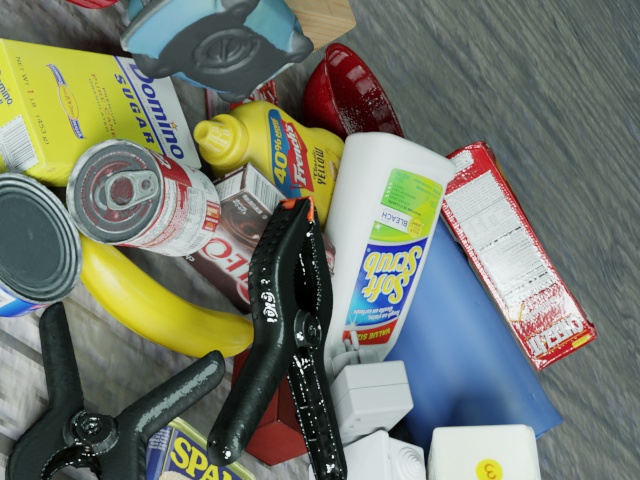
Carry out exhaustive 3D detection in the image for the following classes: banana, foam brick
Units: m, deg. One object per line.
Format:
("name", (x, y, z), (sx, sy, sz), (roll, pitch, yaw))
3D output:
("banana", (-0.109, 0.044, 0.760), (0.197, 0.037, 0.069), (40, 38, -38))
("foam brick", (-0.033, 0.122, 0.815), (0.053, 0.051, 0.078), (39, 39, -39))

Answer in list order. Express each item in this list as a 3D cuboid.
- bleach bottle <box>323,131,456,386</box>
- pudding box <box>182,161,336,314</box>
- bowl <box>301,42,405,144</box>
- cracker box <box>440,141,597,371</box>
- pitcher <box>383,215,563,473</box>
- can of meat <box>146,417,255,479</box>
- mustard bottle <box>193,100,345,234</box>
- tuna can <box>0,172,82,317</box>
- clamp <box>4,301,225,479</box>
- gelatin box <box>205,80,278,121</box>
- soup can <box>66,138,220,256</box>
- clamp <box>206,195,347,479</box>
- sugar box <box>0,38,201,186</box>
("bleach bottle", (0.041, 0.041, 0.901), (0.102, 0.068, 0.251), (19, 81, -39))
("pudding box", (-0.055, 0.001, 0.828), (0.113, 0.090, 0.039), (47, 33, -30))
("bowl", (0.028, -0.116, 1.080), (0.162, 0.055, 0.162), (46, 30, -37))
("cracker box", (0.182, 0.009, 1.045), (0.214, 0.072, 0.164), (60, 8, 3))
("pitcher", (0.116, 0.092, 0.991), (0.149, 0.145, 0.243), (89, -24, -74))
("can of meat", (-0.093, 0.172, 0.674), (0.102, 0.058, 0.084), (46, 37, -33))
("mustard bottle", (-0.039, -0.064, 0.889), (0.191, 0.058, 0.096), (20, 62, -55))
("tuna can", (-0.190, 0.004, 0.658), (0.086, 0.034, 0.086), (38, 39, -40))
("clamp", (-0.142, 0.110, 0.631), (0.039, 0.120, 0.171), (98, 16, -46))
("gelatin box", (-0.068, -0.117, 0.955), (0.073, 0.030, 0.089), (28, 46, -48))
("soup can", (-0.116, -0.026, 0.722), (0.102, 0.068, 0.068), (19, 52, -72))
("clamp", (-0.026, 0.067, 0.736), (0.164, 0.036, 0.210), (22, 64, -61))
("sugar box", (-0.162, -0.086, 0.760), (0.175, 0.048, 0.093), (-9, 77, -59))
